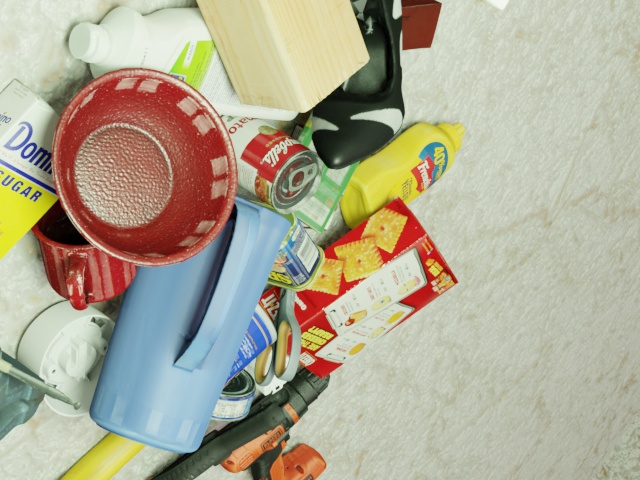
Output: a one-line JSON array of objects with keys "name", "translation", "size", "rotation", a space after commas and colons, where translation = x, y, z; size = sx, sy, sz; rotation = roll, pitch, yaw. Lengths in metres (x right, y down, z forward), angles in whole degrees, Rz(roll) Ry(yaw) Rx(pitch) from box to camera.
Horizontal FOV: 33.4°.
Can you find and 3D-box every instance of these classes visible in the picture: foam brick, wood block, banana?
[{"name": "foam brick", "translation": [0.083, -0.235, 1.136], "size": [0.078, 0.051, 0.053], "rotation": [-16, 130, -46]}, {"name": "wood block", "translation": [-0.047, -0.219, 0.878], "size": [0.090, 0.090, 0.206], "rotation": [-42, 126, -29]}, {"name": "banana", "translation": [-0.223, 0.233, 1.148], "size": [0.197, 0.070, 0.037], "rotation": [-43, 102, -28]}]

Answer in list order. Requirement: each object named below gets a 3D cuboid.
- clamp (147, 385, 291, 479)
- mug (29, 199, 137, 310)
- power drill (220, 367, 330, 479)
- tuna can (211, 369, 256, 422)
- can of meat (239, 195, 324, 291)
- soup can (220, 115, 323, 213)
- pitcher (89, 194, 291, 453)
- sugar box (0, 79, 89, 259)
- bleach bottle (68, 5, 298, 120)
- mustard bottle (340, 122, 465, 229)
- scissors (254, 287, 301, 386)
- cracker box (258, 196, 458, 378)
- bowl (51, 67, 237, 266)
[{"name": "clamp", "translation": [-0.119, 0.241, 1.252], "size": [0.210, 0.036, 0.164], "rotation": [-34, 179, -6]}, {"name": "mug", "translation": [-0.204, 0.010, 0.929], "size": [0.093, 0.117, 0.081], "rotation": [-1, 137, -4]}, {"name": "power drill", "translation": [-0.046, 0.264, 1.413], "size": [0.184, 0.057, 0.187], "rotation": [-39, 142, -18]}, {"name": "tuna can", "translation": [-0.117, 0.167, 1.203], "size": [0.085, 0.086, 0.034], "rotation": [-7, 122, -50]}, {"name": "can of meat", "translation": [-0.057, 0.001, 1.117], "size": [0.057, 0.102, 0.084], "rotation": [-63, 149, -21]}, {"name": "soup can", "translation": [-0.056, -0.079, 1.045], "size": [0.068, 0.102, 0.068], "rotation": [-33, 141, -31]}, {"name": "pitcher", "translation": [-0.124, 0.069, 0.991], "size": [0.149, 0.145, 0.243], "rotation": [34, 73, -66]}, {"name": "sugar box", "translation": [-0.271, -0.034, 0.856], "size": [0.176, 0.048, 0.093], "rotation": [-48, 147, -11]}, {"name": "bleach bottle", "translation": [-0.108, -0.165, 0.940], "size": [0.250, 0.068, 0.103], "rotation": [1, 115, -50]}, {"name": "mustard bottle", "translation": [0.108, -0.089, 1.295], "size": [0.191, 0.058, 0.096], "rotation": [-38, 145, -27]}, {"name": "scissors", "translation": [-0.046, 0.077, 1.190], "size": [0.016, 0.201, 0.096], "rotation": [21, 133, -24]}, {"name": "cracker box", "translation": [0.045, 0.060, 1.273], "size": [0.214, 0.072, 0.164], "rotation": [-35, 151, 5]}, {"name": "bowl", "translation": [-0.150, -0.056, 0.872], "size": [0.161, 0.055, 0.162], "rotation": [5, 82, -33]}]
